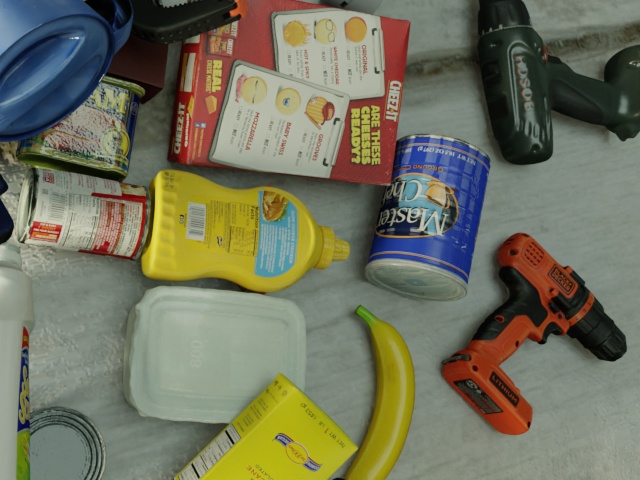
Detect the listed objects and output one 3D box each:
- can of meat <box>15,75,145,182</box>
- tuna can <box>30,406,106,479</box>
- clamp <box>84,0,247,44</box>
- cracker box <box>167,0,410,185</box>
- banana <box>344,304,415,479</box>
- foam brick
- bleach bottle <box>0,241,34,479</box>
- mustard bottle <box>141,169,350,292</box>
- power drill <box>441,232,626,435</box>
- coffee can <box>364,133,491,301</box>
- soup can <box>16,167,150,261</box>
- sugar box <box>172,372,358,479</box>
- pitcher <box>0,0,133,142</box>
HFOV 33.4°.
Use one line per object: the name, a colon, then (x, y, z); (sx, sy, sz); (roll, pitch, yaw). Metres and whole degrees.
can of meat: (-0.215, -0.103, 0.950); (0.102, 0.058, 0.084); (13, 77, -23)
tuna can: (-0.226, 0.183, 0.897); (0.086, 0.034, 0.086); (6, 77, -25)
clamp: (-0.165, -0.230, 0.935); (0.210, 0.036, 0.164); (4, 71, 10)
cracker box: (-0.030, -0.144, 1.022); (0.213, 0.072, 0.164); (4, 96, -27)
banana: (0.057, 0.165, 1.044); (0.069, 0.037, 0.198); (7, 74, -6)
foam brick: (-0.185, -0.165, 0.980); (0.078, 0.051, 0.053); (13, 73, -24)
bleach bottle: (-0.258, 0.110, 0.837); (0.068, 0.103, 0.251); (-2, 59, -7)
mustard bottle: (-0.063, -0.003, 0.968); (0.191, 0.058, 0.096); (8, 73, -22)
power drill: (0.227, 0.111, 1.127); (0.184, 0.057, 0.187); (43, 61, -8)
coffee can: (0.108, -0.021, 1.068); (0.102, 0.103, 0.140); (21, 71, -22)
soup can: (-0.207, -0.023, 0.930); (0.102, 0.069, 0.068); (9, 75, -24)
sugar box: (-0.062, 0.209, 0.924); (0.176, 0.048, 0.093); (-46, 115, -6)
pitcher: (-0.279, -0.210, 0.867); (0.145, 0.149, 0.243); (-45, 74, 13)
